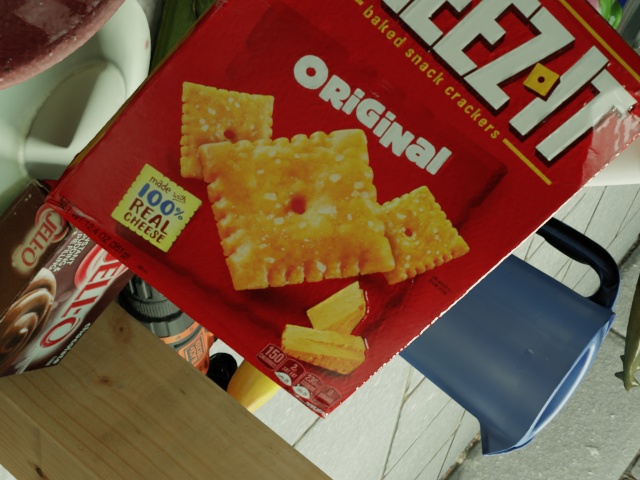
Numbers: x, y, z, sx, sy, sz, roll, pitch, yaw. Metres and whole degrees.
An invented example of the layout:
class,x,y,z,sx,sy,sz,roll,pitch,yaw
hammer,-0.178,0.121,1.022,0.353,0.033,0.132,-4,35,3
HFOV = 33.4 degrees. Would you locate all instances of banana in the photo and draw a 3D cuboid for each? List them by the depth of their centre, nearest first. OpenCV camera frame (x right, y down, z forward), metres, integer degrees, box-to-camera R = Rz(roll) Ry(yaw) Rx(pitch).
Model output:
class,x,y,z,sx,sy,sz,roll,pitch,yaw
banana,-0.004,0.062,0.777,0.197,0.037,0.070,-39,-177,-25

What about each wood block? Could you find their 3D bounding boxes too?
class,x,y,z,sx,sy,sz,roll,pitch,yaw
wood block,-0.090,0.133,0.604,0.090,0.206,0.091,-39,156,-38

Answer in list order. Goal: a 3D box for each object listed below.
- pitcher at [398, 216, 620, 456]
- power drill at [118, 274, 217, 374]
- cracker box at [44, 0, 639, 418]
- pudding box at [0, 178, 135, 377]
class,x,y,z,sx,sy,sz,roll,pitch,yaw
pitcher,0.110,0.041,0.865,0.149,0.243,0.145,-34,153,-46
power drill,-0.055,0.001,0.697,0.187,0.057,0.184,-43,162,-22
cracker box,0.014,-0.047,0.460,0.214,0.164,0.072,-44,-164,18
pudding box,-0.136,0.020,0.530,0.114,0.039,0.089,-45,164,18
